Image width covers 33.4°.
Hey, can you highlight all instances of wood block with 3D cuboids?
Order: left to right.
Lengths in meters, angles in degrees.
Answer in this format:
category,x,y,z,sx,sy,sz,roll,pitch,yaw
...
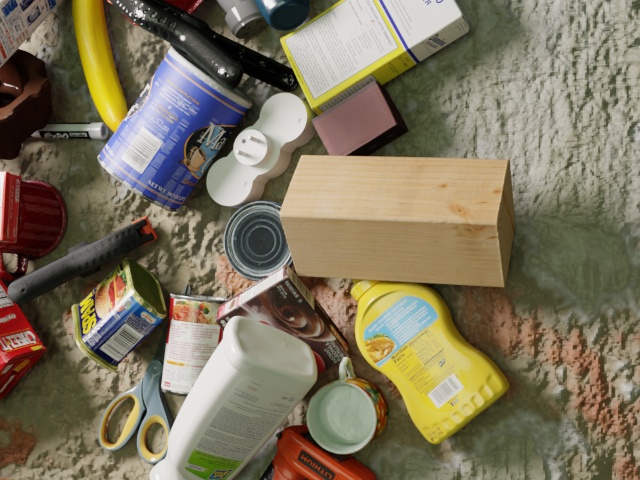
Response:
category,x,y,z,sx,sy,sz,roll,pitch,yaw
wood block,0.077,-0.021,1.028,0.206,0.091,0.090,2,46,18

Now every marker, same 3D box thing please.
category,x,y,z,sx,sy,sz,roll,pitch,yaw
marker,-0.298,-0.125,1.208,0.121,0.020,0.020,3,88,18

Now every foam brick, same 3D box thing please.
category,x,y,z,sx,sy,sz,roll,pitch,yaw
foam brick,0.041,-0.116,1.081,0.078,0.053,0.051,-31,78,15

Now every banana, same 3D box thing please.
category,x,y,z,sx,sy,sz,roll,pitch,yaw
banana,-0.245,-0.207,1.174,0.037,0.070,0.198,-12,88,-16

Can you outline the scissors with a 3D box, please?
category,x,y,z,sx,sy,sz,roll,pitch,yaw
scissors,-0.166,0.155,1.151,0.096,0.016,0.202,38,98,14

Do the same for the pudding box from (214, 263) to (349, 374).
category,x,y,z,sx,sy,sz,roll,pitch,yaw
pudding box,-0.038,0.092,1.077,0.090,0.039,0.113,-32,107,13

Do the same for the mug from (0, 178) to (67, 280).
category,x,y,z,sx,sy,sz,roll,pitch,yaw
mug,-0.343,-0.015,1.183,0.093,0.081,0.117,3,87,18

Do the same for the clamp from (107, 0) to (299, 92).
category,x,y,z,sx,sy,sz,roll,pitch,yaw
clamp,-0.124,-0.206,1.086,0.210,0.164,0.036,34,105,20

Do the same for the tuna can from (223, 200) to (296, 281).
category,x,y,z,sx,sy,sz,roll,pitch,yaw
tuna can,-0.057,0.001,1.115,0.086,0.033,0.086,-1,86,18

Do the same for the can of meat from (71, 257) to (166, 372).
category,x,y,z,sx,sy,sz,roll,pitch,yaw
can of meat,-0.212,0.076,1.129,0.084,0.102,0.057,-44,119,8

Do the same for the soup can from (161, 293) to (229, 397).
category,x,y,z,sx,sy,sz,roll,pitch,yaw
soup can,-0.128,0.109,1.114,0.069,0.068,0.102,6,89,18

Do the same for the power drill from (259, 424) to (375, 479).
category,x,y,z,sx,sy,sz,roll,pitch,yaw
power drill,-0.024,0.296,1.074,0.184,0.057,0.188,34,97,17

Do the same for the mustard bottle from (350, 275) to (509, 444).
category,x,y,z,sx,sy,sz,roll,pitch,yaw
mustard bottle,0.090,0.098,1.049,0.096,0.058,0.192,-42,76,14

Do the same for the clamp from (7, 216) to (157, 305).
category,x,y,z,sx,sy,sz,roll,pitch,yaw
clamp,-0.257,0.024,1.133,0.171,0.120,0.039,-28,102,-3

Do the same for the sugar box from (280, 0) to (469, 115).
category,x,y,z,sx,sy,sz,roll,pitch,yaw
sugar box,0.054,-0.208,1.083,0.176,0.048,0.093,-29,69,12

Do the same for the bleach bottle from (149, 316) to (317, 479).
category,x,y,z,sx,sy,sz,roll,pitch,yaw
bleach bottle,-0.108,0.191,1.071,0.102,0.068,0.251,23,121,-24

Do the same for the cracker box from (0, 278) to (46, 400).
category,x,y,z,sx,sy,sz,roll,pitch,yaw
cracker box,-0.421,0.089,1.191,0.164,0.072,0.214,-44,76,28

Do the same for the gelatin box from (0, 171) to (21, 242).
category,x,y,z,sx,sy,sz,roll,pitch,yaw
gelatin box,-0.363,-0.035,1.131,0.089,0.030,0.073,1,85,18

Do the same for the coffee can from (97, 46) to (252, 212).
category,x,y,z,sx,sy,sz,roll,pitch,yaw
coffee can,-0.152,-0.116,1.117,0.103,0.102,0.140,38,98,16
